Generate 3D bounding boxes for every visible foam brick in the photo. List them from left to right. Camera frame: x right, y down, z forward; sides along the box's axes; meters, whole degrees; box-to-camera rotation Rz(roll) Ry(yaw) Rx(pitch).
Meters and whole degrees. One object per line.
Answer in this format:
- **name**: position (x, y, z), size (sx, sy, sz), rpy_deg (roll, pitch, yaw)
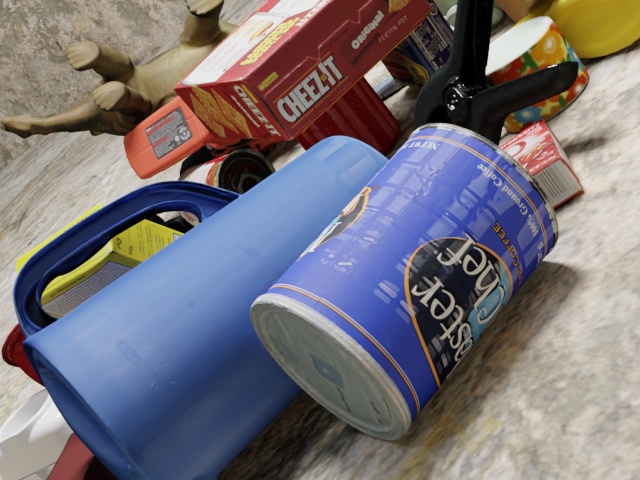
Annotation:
- **foam brick**: position (-0.144, 0.160, 0.696), size (0.051, 0.053, 0.078), rpy_deg (-30, 22, 28)

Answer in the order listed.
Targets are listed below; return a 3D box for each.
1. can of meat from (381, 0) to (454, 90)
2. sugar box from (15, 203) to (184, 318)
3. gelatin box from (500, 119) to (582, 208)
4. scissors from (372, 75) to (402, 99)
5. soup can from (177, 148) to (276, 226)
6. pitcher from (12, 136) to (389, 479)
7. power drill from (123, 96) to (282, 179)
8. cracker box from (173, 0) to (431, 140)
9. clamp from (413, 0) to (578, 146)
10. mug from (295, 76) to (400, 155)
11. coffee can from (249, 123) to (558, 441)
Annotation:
- **can of meat**: position (0.083, -0.189, 0.992), size (0.057, 0.084, 0.102), rpy_deg (-44, 29, -7)
- **sugar box**: position (-0.117, 0.033, 0.762), size (0.093, 0.175, 0.048), rpy_deg (-28, 61, 29)
- **gelatin box**: position (0.115, -0.032, 0.675), size (0.089, 0.030, 0.073), rpy_deg (-34, 19, 16)
- **scissors**: position (0.060, -0.143, 1.064), size (0.202, 0.016, 0.096), rpy_deg (-23, 26, 41)
- **soup can**: position (-0.095, -0.049, 1.063), size (0.068, 0.068, 0.102), rpy_deg (-49, 20, -26)
- **pitcher**: position (-0.054, 0.036, 0.649), size (0.242, 0.149, 0.145), rpy_deg (-40, 35, -22)
- **power drill**: position (-0.124, -0.106, 1.150), size (0.185, 0.057, 0.187), rpy_deg (-31, -9, 29)
- **cracker box**: position (-0.023, -0.161, 0.914), size (0.164, 0.072, 0.214), rpy_deg (-44, 20, -12)
- **clamp**: position (0.103, -0.110, 0.740), size (0.039, 0.120, 0.172), rpy_deg (-3, -28, -30)
- **mug**: position (0.019, -0.113, 0.966), size (0.093, 0.081, 0.117), rpy_deg (-32, 20, 21)
- **coffee can**: position (0.046, 0.021, 0.572), size (0.140, 0.102, 0.103), rpy_deg (-47, 20, -22)
